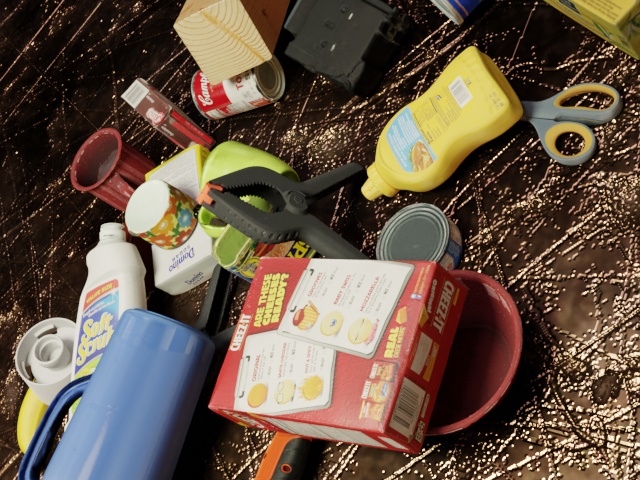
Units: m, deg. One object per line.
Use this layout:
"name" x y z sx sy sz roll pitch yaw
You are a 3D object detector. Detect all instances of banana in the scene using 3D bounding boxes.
"banana" -0.334 0.188 1.349 0.070 0.037 0.198 21 81 22

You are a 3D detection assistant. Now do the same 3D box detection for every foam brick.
"foam brick" -0.241 0.023 1.354 0.053 0.051 0.078 -16 56 33

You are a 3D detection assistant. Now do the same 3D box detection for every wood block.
"wood block" -0.104 -0.294 1.340 0.090 0.090 0.206 -21 30 20

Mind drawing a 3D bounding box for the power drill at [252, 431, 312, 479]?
"power drill" -0.071 0.240 1.084 0.185 0.057 0.187 3 69 40

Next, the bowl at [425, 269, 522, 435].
"bowl" 0.125 0.111 0.994 0.162 0.055 0.162 -20 54 30

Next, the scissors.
"scissors" 0.208 -0.116 1.087 0.202 0.016 0.096 -3 64 39

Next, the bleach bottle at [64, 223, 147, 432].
"bleach bottle" -0.251 0.105 1.264 0.103 0.068 0.251 -13 71 29

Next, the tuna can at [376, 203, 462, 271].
"tuna can" 0.102 0.007 1.090 0.086 0.033 0.086 -20 54 30

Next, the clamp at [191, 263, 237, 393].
"clamp" -0.128 0.107 1.219 0.171 0.039 0.120 -45 44 10

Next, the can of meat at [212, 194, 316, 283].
"can of meat" -0.058 0.001 1.184 0.102 0.083 0.057 -54 39 6

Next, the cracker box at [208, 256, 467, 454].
"cracker box" 0.015 0.102 0.999 0.214 0.072 0.164 0 62 41

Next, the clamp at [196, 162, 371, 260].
"clamp" -0.027 -0.039 1.126 0.036 0.209 0.164 126 152 -42

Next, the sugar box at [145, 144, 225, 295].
"sugar box" -0.166 -0.027 1.326 0.093 0.048 0.176 -28 54 24

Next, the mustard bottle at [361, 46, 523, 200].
"mustard bottle" 0.116 -0.107 1.119 0.192 0.058 0.096 -41 53 24

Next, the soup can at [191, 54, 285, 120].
"soup can" -0.104 -0.198 1.358 0.102 0.068 0.068 -12 59 34

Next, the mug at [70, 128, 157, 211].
"mug" -0.265 -0.085 1.415 0.093 0.081 0.117 -52 44 3

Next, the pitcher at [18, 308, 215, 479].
"pitcher" -0.212 0.197 1.133 0.243 0.149 0.145 -69 17 -12

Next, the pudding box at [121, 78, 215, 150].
"pudding box" -0.199 -0.159 1.399 0.039 0.090 0.114 -49 44 3
